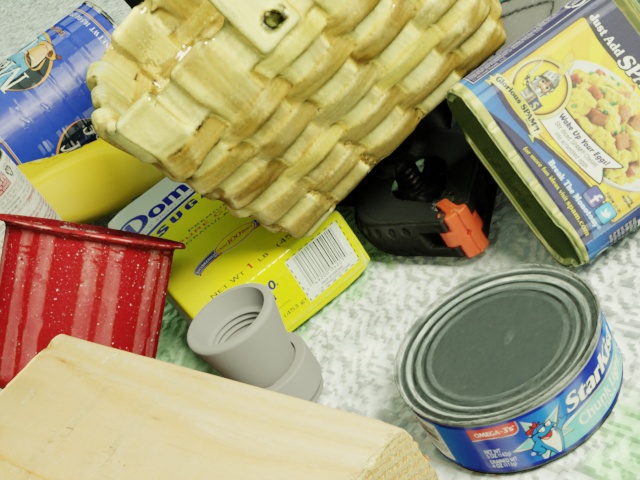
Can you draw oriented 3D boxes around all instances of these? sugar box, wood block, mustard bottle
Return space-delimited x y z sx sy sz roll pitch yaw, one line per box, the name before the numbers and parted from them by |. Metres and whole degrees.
sugar box | -0.054 0.001 0.605 0.093 0.048 0.176 -38 32 -11
wood block | -0.050 0.108 0.397 0.207 0.090 0.090 6 46 47
mustard bottle | -0.122 -0.052 0.722 0.192 0.058 0.096 -19 8 11

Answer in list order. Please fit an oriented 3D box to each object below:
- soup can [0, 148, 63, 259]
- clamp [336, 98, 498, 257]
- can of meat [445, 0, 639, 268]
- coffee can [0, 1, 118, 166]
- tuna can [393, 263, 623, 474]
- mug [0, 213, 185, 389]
soup can | -0.190 0.000 0.642 0.069 0.102 0.068 -23 33 16
clamp | 0.038 -0.032 0.579 0.120 0.039 0.171 -38 26 12
can of meat | 0.116 -0.050 0.470 0.084 0.102 0.057 -36 -3 -1
coffee can | -0.213 -0.110 0.857 0.140 0.102 0.103 -40 31 -15
tuna can | 0.075 0.050 0.425 0.086 0.033 0.086 -23 31 15
mug | -0.119 0.034 0.539 0.093 0.081 0.117 10 1 2
